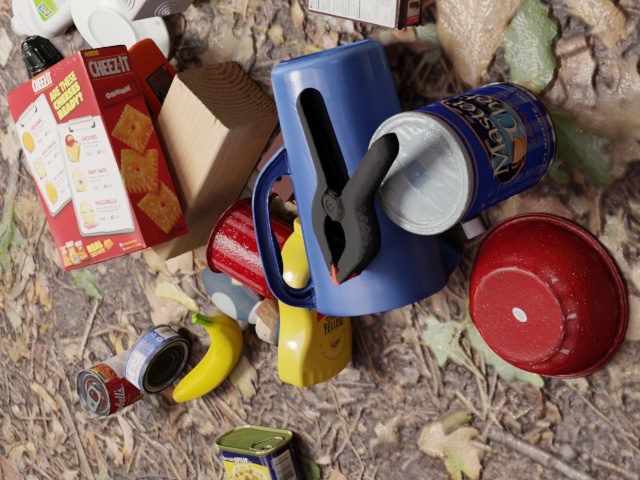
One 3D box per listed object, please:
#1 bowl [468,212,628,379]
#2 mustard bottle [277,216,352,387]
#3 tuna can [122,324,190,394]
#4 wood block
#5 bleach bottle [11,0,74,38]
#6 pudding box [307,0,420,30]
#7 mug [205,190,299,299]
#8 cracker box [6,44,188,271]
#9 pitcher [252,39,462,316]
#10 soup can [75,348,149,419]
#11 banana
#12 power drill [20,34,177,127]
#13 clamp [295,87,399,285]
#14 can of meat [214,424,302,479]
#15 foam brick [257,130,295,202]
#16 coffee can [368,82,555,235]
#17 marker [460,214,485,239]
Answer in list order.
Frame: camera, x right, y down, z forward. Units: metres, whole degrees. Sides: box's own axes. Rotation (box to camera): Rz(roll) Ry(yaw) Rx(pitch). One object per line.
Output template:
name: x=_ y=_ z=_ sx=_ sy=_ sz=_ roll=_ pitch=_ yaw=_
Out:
bowl: x=0.191 y=0.059 z=0.964 sx=0.162 sy=0.055 sz=0.162 roll=17 pitch=117 yaw=36
mustard bottle: x=-0.006 y=0.050 z=1.110 sx=0.058 sy=0.096 sz=0.192 roll=15 pitch=116 yaw=36
tuna can: x=-0.204 y=0.150 z=1.339 sx=0.034 sy=0.085 sz=0.086 roll=33 pitch=126 yaw=27
wood block: x=-0.136 y=-0.086 z=1.180 sx=0.091 sy=0.090 sz=0.206 roll=47 pitch=131 yaw=17
bleach bottle: x=-0.305 y=-0.314 z=1.263 sx=0.251 sy=0.067 sz=0.102 roll=-24 pitch=92 yaw=47
pudding box: x=0.041 y=-0.249 z=0.990 sx=0.114 sy=0.039 sz=0.090 roll=22 pitch=121 yaw=37
mug: x=-0.058 y=0.001 z=1.155 sx=0.082 sy=0.093 sz=0.117 roll=29 pitch=88 yaw=25
cracker box: x=-0.245 y=-0.086 z=1.167 sx=0.165 sy=0.071 sz=0.214 roll=-15 pitch=94 yaw=45
pitcher: x=0.022 y=-0.055 z=1.000 sx=0.145 sy=0.149 sz=0.243 roll=-4 pitch=106 yaw=44
soup can: x=-0.257 y=0.181 z=1.387 sx=0.069 sy=0.102 sz=0.068 roll=17 pitch=117 yaw=37
banana: x=-0.132 y=0.139 z=1.284 sx=0.198 sy=0.069 sz=0.037 roll=110 pitch=164 yaw=-49
power drill: x=-0.248 y=-0.175 z=1.238 sx=0.188 sy=0.057 sz=0.184 roll=-8 pitch=125 yaw=45
clamp: x=0.015 y=-0.044 z=0.905 sx=0.120 sy=0.039 sz=0.171 roll=49 pitch=143 yaw=40
can of meat: x=-0.071 y=0.275 z=1.288 sx=0.102 sy=0.057 sz=0.084 roll=-2 pitch=108 yaw=43
foam brick: x=-0.019 y=-0.086 z=1.099 sx=0.053 sy=0.051 sz=0.078 roll=51 pitch=133 yaw=15
coffee can: x=0.122 y=-0.073 z=0.913 sx=0.103 sy=0.140 sz=0.103 roll=17 pitch=118 yaw=37
marker: x=0.121 y=-0.059 z=1.005 sx=0.020 sy=0.020 sz=0.121 roll=-28 pitch=86 yaw=45
